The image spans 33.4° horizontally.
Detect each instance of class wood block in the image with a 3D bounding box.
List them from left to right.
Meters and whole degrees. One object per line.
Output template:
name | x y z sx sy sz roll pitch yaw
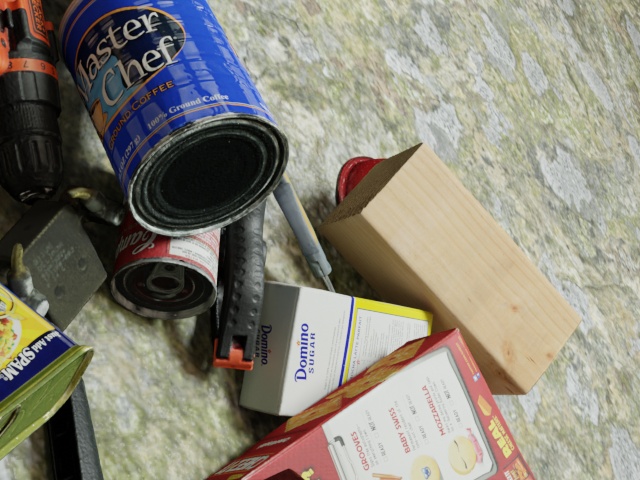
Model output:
wood block | 0.109 0.028 0.905 0.206 0.091 0.090 47 67 -10

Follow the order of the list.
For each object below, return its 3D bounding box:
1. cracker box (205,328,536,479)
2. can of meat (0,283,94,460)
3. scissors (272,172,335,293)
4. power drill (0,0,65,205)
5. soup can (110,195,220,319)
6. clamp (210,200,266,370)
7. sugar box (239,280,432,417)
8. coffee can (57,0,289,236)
cracker box | 0.045 0.181 0.729 0.213 0.072 0.164 -29 93 -36
can of meat | -0.178 0.064 0.532 0.084 0.058 0.102 37 32 5
scissors | -0.010 0.000 0.834 0.201 0.016 0.096 65 1 -62
power drill | -0.209 -0.122 0.595 0.187 0.057 0.184 41 31 -71
soup can | -0.100 -0.008 0.712 0.068 0.069 0.102 35 41 -38
clamp | -0.055 0.001 0.744 0.039 0.120 0.171 2 61 -10
sugar box | 0.016 0.088 0.811 0.175 0.048 0.093 15 83 -49
coffee can | -0.094 -0.088 0.664 0.102 0.103 0.140 18 36 -50
